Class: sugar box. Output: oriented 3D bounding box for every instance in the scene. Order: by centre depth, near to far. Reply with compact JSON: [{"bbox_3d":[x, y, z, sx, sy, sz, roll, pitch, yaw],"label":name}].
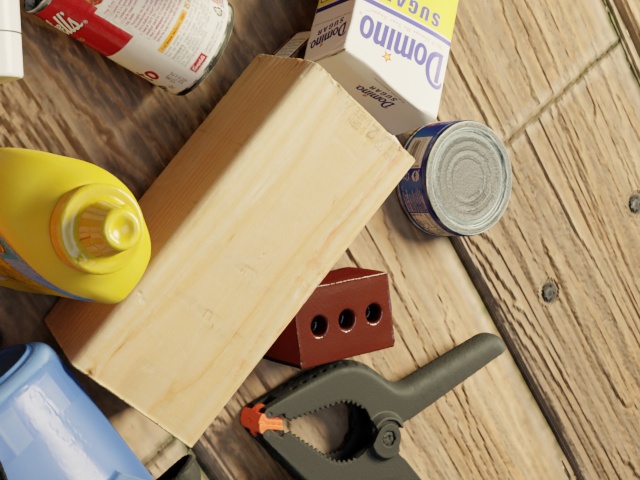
[{"bbox_3d":[0.049,-0.169,0.707,0.093,0.048,0.176,31,58,-37],"label":"sugar box"}]

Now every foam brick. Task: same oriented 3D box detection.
[{"bbox_3d":[0.003,0.050,0.709,0.078,0.051,0.053,-11,98,-33],"label":"foam brick"}]

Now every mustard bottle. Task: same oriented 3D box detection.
[{"bbox_3d":[-0.137,-0.007,0.530,0.096,0.192,0.058,43,69,-27],"label":"mustard bottle"}]

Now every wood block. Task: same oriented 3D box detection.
[{"bbox_3d":[-0.055,0.000,0.620,0.090,0.091,0.206,41,84,-26],"label":"wood block"}]

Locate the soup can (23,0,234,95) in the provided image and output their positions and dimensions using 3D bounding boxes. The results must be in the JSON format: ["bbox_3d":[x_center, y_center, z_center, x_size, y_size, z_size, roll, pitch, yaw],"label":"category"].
[{"bbox_3d":[-0.110,-0.137,0.619,0.102,0.069,0.068,28,76,-32],"label":"soup can"}]

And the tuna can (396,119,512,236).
[{"bbox_3d":[0.099,-0.045,0.780,0.085,0.034,0.086,-1,92,-33],"label":"tuna can"}]

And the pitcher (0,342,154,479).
[{"bbox_3d":[-0.121,0.176,0.574,0.149,0.145,0.243,-33,104,-11],"label":"pitcher"}]

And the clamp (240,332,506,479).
[{"bbox_3d":[0.041,0.145,0.746,0.209,0.036,0.164,4,89,-31],"label":"clamp"}]
